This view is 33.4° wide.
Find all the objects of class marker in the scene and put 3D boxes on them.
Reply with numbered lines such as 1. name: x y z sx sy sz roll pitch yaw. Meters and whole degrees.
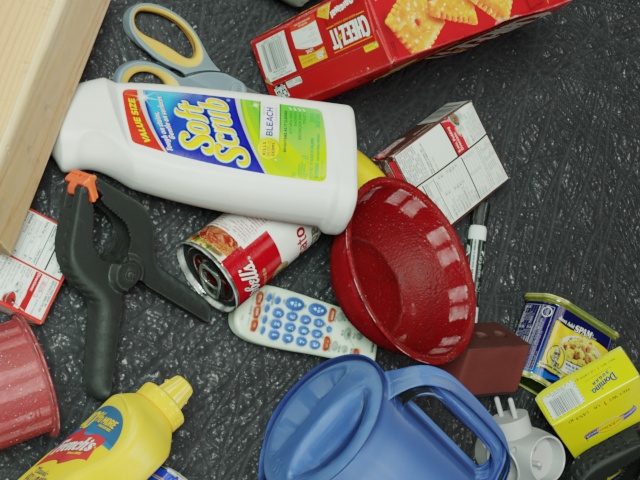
1. marker: 0.146 0.018 1.013 0.020 0.020 0.121 13 81 -31

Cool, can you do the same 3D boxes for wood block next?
1. wood block: -0.224 -0.108 0.721 0.091 0.090 0.206 16 74 4

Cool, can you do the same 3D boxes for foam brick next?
1. foam brick: 0.141 0.109 0.976 0.078 0.053 0.051 0 112 -33

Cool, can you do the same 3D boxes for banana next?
1. banana: 0.032 -0.036 0.935 0.197 0.037 0.069 38 86 -25

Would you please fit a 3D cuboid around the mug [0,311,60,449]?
1. mug: -0.239 0.095 0.732 0.081 0.093 0.117 -18 68 -27

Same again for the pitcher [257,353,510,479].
1. pitcher: 0.081 0.208 0.892 0.242 0.149 0.145 42 67 -27

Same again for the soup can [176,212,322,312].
1. soup can: -0.056 0.001 0.857 0.102 0.069 0.068 -40 108 -28

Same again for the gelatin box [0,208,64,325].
1. gelatin box: -0.227 0.011 0.771 0.089 0.030 0.073 31 70 -28

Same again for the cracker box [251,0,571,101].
1. cracker box: 0.076 -0.180 0.884 0.213 0.164 0.072 -24 97 -34

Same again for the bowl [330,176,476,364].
1. bowl: 0.059 0.031 0.885 0.161 0.055 0.162 25 53 -39

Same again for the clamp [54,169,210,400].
1. clamp: -0.155 0.032 0.789 0.120 0.039 0.171 -49 128 -32

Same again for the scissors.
1. scissors: -0.087 -0.112 0.874 0.201 0.016 0.096 39 70 -25

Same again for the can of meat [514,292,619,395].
1. can of meat: 0.232 0.110 1.041 0.102 0.058 0.084 30 74 -27

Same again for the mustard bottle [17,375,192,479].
1. mustard bottle: -0.165 0.166 0.763 0.191 0.096 0.058 -42 108 -27

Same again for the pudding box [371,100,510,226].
1. pudding box: 0.112 -0.065 0.985 0.113 0.039 0.090 -36 107 -26

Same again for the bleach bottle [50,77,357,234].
1. bleach bottle: -0.101 -0.067 0.802 0.250 0.068 0.102 5 62 -12

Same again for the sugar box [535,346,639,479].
1. sugar box: 0.281 0.182 1.019 0.093 0.048 0.176 -32 129 10
